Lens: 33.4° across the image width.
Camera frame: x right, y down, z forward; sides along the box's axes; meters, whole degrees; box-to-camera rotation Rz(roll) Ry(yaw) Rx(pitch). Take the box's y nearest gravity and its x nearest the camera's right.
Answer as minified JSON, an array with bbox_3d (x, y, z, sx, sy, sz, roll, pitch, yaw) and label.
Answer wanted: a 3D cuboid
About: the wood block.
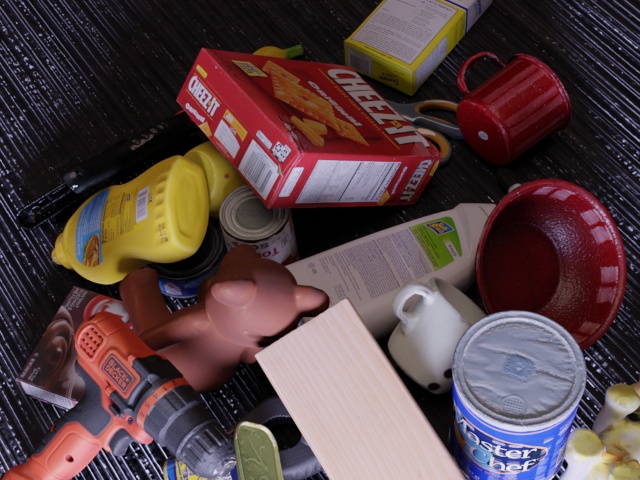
[{"bbox_3d":[0.041,0.161,0.865,0.091,0.090,0.206,-32,76,-5],"label":"wood block"}]

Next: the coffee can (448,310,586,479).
[{"bbox_3d":[0.158,0.136,0.880,0.103,0.140,0.103,-3,56,4],"label":"coffee can"}]

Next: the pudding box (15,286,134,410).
[{"bbox_3d":[-0.215,0.106,0.999,0.090,0.039,0.113,16,59,16],"label":"pudding box"}]

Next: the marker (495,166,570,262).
[{"bbox_3d":[0.209,-0.028,1.059,0.020,0.020,0.121,-22,57,-9],"label":"marker"}]

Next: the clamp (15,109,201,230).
[{"bbox_3d":[-0.202,-0.082,1.080,0.209,0.165,0.036,-34,97,-27],"label":"clamp"}]

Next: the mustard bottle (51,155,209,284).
[{"bbox_3d":[-0.192,-0.009,1.025,0.192,0.058,0.096,-19,60,35],"label":"mustard bottle"}]

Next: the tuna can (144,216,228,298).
[{"bbox_3d":[-0.135,0.013,1.058,0.086,0.034,0.086,-3,56,4],"label":"tuna can"}]

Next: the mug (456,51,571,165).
[{"bbox_3d":[0.186,-0.139,1.087,0.081,0.093,0.117,-36,87,-17],"label":"mug"}]

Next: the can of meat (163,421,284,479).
[{"bbox_3d":[-0.078,0.212,0.880,0.084,0.057,0.102,-26,61,25],"label":"can of meat"}]

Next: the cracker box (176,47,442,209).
[{"bbox_3d":[-0.007,-0.109,1.036,0.213,0.072,0.164,-4,44,-47],"label":"cracker box"}]

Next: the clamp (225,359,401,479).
[{"bbox_3d":[0.003,0.177,0.931,0.171,0.039,0.120,-15,55,-3],"label":"clamp"}]

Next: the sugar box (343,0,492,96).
[{"bbox_3d":[0.113,-0.247,1.203,0.093,0.048,0.176,29,60,23],"label":"sugar box"}]

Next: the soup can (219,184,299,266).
[{"bbox_3d":[-0.057,0.001,1.016,0.068,0.102,0.068,-2,56,3],"label":"soup can"}]

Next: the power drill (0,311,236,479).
[{"bbox_3d":[-0.173,0.180,0.883,0.185,0.057,0.188,41,100,28],"label":"power drill"}]

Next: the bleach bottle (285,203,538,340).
[{"bbox_3d":[0.093,0.030,1.007,0.250,0.068,0.103,-20,58,-11],"label":"bleach bottle"}]

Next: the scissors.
[{"bbox_3d":[0.065,-0.127,1.143,0.202,0.016,0.096,10,58,12],"label":"scissors"}]

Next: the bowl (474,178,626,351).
[{"bbox_3d":[0.198,0.026,0.975,0.161,0.055,0.162,1,87,-23],"label":"bowl"}]
